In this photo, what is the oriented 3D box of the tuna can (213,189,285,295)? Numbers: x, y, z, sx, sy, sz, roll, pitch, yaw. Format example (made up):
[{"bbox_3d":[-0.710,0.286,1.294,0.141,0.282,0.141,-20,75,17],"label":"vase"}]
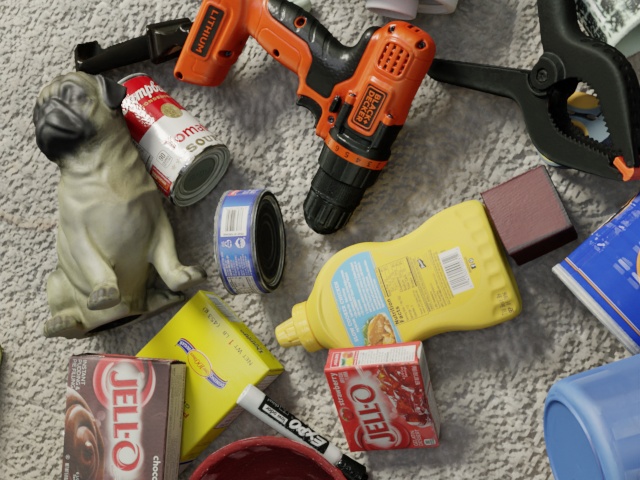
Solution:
[{"bbox_3d":[-0.056,0.001,0.862,0.034,0.086,0.086,-3,83,15],"label":"tuna can"}]

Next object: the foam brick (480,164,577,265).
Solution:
[{"bbox_3d":[0.158,-0.018,0.801,0.053,0.078,0.051,-25,77,11],"label":"foam brick"}]

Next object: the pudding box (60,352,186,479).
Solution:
[{"bbox_3d":[-0.157,0.149,0.854,0.090,0.039,0.113,1,87,18],"label":"pudding box"}]

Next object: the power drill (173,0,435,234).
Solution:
[{"bbox_3d":[-0.021,-0.119,0.856,0.188,0.057,0.185,31,111,10],"label":"power drill"}]

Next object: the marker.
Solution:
[{"bbox_3d":[-0.013,0.156,0.844,0.121,0.020,0.020,37,96,-5],"label":"marker"}]

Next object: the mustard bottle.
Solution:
[{"bbox_3d":[0.053,0.045,0.836,0.192,0.058,0.096,-21,84,14],"label":"mustard bottle"}]

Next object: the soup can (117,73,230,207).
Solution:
[{"bbox_3d":[-0.134,-0.085,0.904,0.102,0.068,0.068,42,97,18],"label":"soup can"}]

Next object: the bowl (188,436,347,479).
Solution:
[{"bbox_3d":[-0.034,0.235,0.844,0.162,0.055,0.162,-2,83,17],"label":"bowl"}]

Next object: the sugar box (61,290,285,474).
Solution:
[{"bbox_3d":[-0.124,0.134,0.889,0.176,0.048,0.093,-46,74,7],"label":"sugar box"}]

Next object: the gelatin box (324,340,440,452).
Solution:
[{"bbox_3d":[0.049,0.122,0.820,0.073,0.030,0.089,-6,122,15],"label":"gelatin box"}]

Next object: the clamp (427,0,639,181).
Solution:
[{"bbox_3d":[0.173,-0.131,0.776,0.210,0.036,0.165,52,131,30],"label":"clamp"}]
